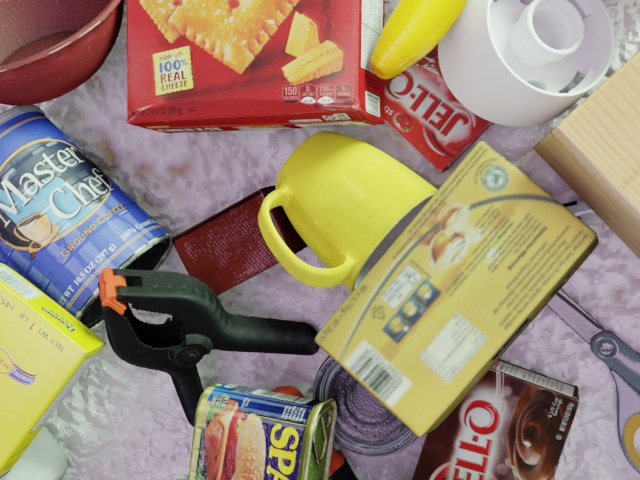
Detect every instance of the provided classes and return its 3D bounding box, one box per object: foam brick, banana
[{"bbox_3d":[-0.055,0.001,0.760,0.078,0.053,0.051,-28,90,17],"label":"foam brick"},{"bbox_3d":[0.075,-0.194,0.686,0.070,0.037,0.198,-1,71,23],"label":"banana"}]

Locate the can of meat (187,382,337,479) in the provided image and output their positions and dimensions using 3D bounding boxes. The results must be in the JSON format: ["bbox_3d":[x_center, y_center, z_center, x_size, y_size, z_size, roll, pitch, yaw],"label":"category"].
[{"bbox_3d":[-0.040,0.151,0.721,0.084,0.057,0.102,8,93,17],"label":"can of meat"}]

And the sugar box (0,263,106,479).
[{"bbox_3d":[-0.233,0.110,0.710,0.093,0.048,0.176,38,96,3],"label":"sugar box"}]

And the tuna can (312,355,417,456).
[{"bbox_3d":[0.038,0.109,0.759,0.086,0.033,0.086,2,98,14],"label":"tuna can"}]

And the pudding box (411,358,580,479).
[{"bbox_3d":[0.120,0.140,0.740,0.090,0.039,0.113,19,101,12],"label":"pudding box"}]

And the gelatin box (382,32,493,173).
[{"bbox_3d":[0.077,-0.102,0.724,0.089,0.030,0.073,45,106,5],"label":"gelatin box"}]

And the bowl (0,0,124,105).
[{"bbox_3d":[-0.202,-0.144,0.749,0.162,0.162,0.055,-4,135,15],"label":"bowl"}]

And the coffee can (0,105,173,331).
[{"bbox_3d":[-0.190,-0.013,0.766,0.140,0.102,0.103,43,105,5],"label":"coffee can"}]

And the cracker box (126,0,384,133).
[{"bbox_3d":[-0.043,-0.182,0.707,0.164,0.072,0.214,0,90,18],"label":"cracker box"}]

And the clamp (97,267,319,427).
[{"bbox_3d":[-0.095,0.076,0.745,0.171,0.039,0.120,30,110,-35],"label":"clamp"}]
